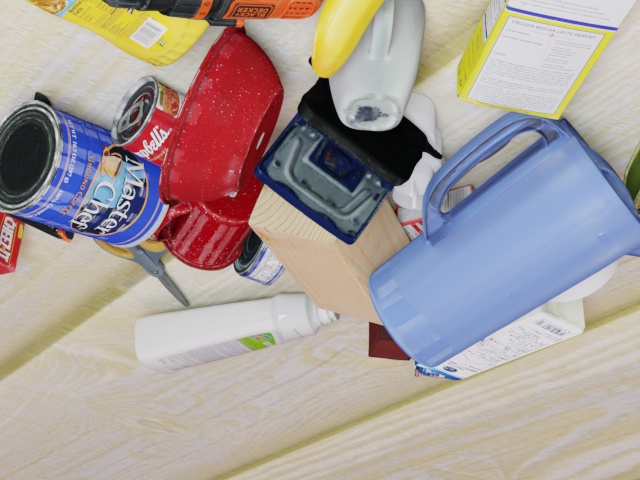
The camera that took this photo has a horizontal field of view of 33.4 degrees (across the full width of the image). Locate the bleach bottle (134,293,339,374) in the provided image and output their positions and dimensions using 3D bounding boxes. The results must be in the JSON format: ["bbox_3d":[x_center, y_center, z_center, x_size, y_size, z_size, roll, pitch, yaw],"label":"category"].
[{"bbox_3d":[-0.096,0.108,1.308,0.251,0.068,0.102,-12,160,16],"label":"bleach bottle"}]

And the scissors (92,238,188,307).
[{"bbox_3d":[-0.179,0.024,1.223,0.096,0.016,0.201,-15,144,28],"label":"scissors"}]

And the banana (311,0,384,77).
[{"bbox_3d":[0.061,-0.195,0.746,0.198,0.037,0.069,-37,118,8],"label":"banana"}]

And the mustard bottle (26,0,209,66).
[{"bbox_3d":[-0.179,-0.203,0.804,0.191,0.058,0.096,23,148,-30],"label":"mustard bottle"}]

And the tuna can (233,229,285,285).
[{"bbox_3d":[-0.057,0.001,1.103,0.033,0.086,0.086,21,145,-23],"label":"tuna can"}]

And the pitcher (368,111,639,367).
[{"bbox_3d":[0.160,0.002,0.968,0.243,0.149,0.144,-36,159,16],"label":"pitcher"}]

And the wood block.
[{"bbox_3d":[0.019,0.000,1.050,0.091,0.090,0.206,14,160,25],"label":"wood block"}]

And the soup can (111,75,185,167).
[{"bbox_3d":[-0.128,-0.096,0.968,0.102,0.068,0.069,28,142,-35],"label":"soup can"}]

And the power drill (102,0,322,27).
[{"bbox_3d":[-0.048,-0.216,0.723,0.184,0.057,0.188,-7,160,-34],"label":"power drill"}]

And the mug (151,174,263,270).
[{"bbox_3d":[-0.114,-0.027,1.049,0.117,0.093,0.082,-14,156,-36],"label":"mug"}]

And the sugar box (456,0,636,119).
[{"bbox_3d":[0.177,-0.170,0.832,0.093,0.048,0.176,9,145,-10],"label":"sugar box"}]

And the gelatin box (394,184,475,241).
[{"bbox_3d":[0.131,-0.020,1.102,0.089,0.030,0.073,-14,146,29],"label":"gelatin box"}]

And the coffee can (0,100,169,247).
[{"bbox_3d":[-0.220,-0.058,0.976,0.103,0.103,0.140,-18,158,31],"label":"coffee can"}]

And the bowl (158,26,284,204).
[{"bbox_3d":[-0.072,-0.093,0.867,0.055,0.162,0.162,24,148,3],"label":"bowl"}]

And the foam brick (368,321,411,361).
[{"bbox_3d":[0.087,0.095,1.252,0.053,0.078,0.051,7,149,-9],"label":"foam brick"}]
